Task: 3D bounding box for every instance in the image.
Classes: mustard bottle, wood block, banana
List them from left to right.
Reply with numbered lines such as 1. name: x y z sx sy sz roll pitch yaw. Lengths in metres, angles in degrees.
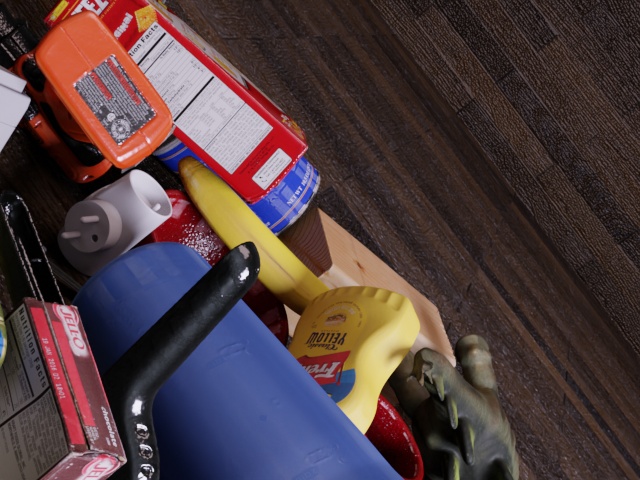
1. banana: -0.048 0.009 0.891 0.197 0.037 0.070 46 1 -24
2. mustard bottle: -0.001 0.115 0.798 0.191 0.096 0.058 -57 135 -42
3. wood block: 0.035 0.071 1.072 0.205 0.090 0.091 39 24 -36

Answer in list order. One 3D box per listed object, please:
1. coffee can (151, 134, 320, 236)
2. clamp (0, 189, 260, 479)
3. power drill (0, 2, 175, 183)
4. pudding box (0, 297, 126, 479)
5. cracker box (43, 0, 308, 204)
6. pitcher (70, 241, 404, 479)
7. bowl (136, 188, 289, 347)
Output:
1. coffee can: -0.084 -0.078 1.034 0.140 0.103 0.103 45 20 -25
2. clamp: -0.112 0.082 0.557 0.036 0.165 0.210 5 89 -66
3. power drill: -0.192 -0.118 0.768 0.184 0.057 0.188 53 -19 -24
4. pudding box: -0.153 0.096 0.524 0.039 0.114 0.090 23 35 -51
5. cracker box: -0.110 -0.128 0.872 0.213 0.072 0.164 41 6 -8
6. pitcher: -0.066 0.117 0.650 0.243 0.145 0.149 48 5 30
7. bowl: -0.098 0.038 0.860 0.162 0.055 0.162 46 19 -22
